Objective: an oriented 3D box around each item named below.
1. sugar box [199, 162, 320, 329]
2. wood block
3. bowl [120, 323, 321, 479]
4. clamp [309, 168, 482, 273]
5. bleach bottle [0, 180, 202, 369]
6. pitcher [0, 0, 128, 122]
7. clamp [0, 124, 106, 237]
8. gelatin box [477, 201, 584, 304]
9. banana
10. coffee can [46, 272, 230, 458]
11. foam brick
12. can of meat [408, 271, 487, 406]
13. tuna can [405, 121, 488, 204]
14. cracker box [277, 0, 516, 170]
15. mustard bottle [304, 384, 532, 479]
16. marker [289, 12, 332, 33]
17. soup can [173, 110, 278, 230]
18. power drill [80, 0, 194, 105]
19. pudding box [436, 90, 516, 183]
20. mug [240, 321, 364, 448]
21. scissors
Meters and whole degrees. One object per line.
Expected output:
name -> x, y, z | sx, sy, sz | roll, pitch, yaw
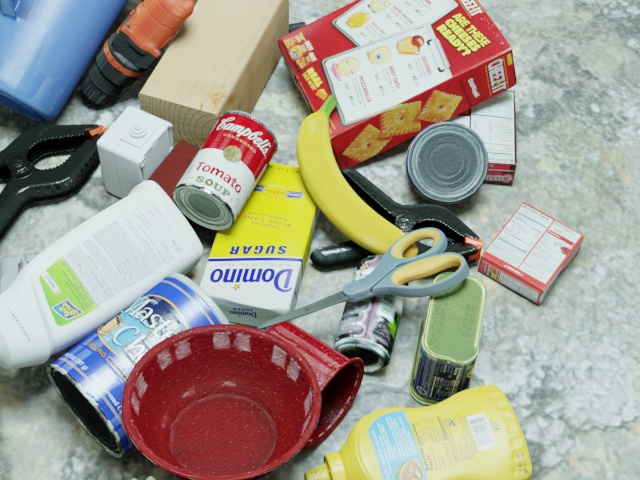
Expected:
sugar box -> -0.057, 0.001, 1.073 | 0.093, 0.048, 0.176 | 10, 53, 6
wood block -> -0.113, -0.192, 1.183 | 0.091, 0.090, 0.206 | 17, 56, 10
bowl -> -0.080, 0.145, 0.877 | 0.162, 0.055, 0.162 | 1, 43, -2
clamp -> 0.081, -0.017, 1.095 | 0.171, 0.039, 0.120 | 7, 64, 3
bleach bottle -> -0.228, 0.038, 0.980 | 0.250, 0.068, 0.102 | -33, 82, -41
pitcher -> -0.287, -0.259, 1.148 | 0.149, 0.145, 0.243 | 30, 82, -24
clamp -> -0.313, -0.060, 1.112 | 0.209, 0.036, 0.165 | -22, 58, -17
gelatin box -> 0.214, 0.012, 1.085 | 0.073, 0.030, 0.089 | 31, 59, 20
banana -> 0.024, -0.054, 1.064 | 0.069, 0.037, 0.198 | -28, 73, 5
coffee can -> -0.157, 0.110, 0.955 | 0.103, 0.103, 0.140 | 39, 62, 23
foam brick -> -0.142, -0.055, 1.105 | 0.051, 0.053, 0.078 | 24, 57, 15
can of meat -> 0.119, 0.091, 0.991 | 0.057, 0.084, 0.102 | 11, 54, 6
tuna can -> 0.131, -0.081, 1.110 | 0.086, 0.033, 0.086 | 0, 90, 3
cracker box -> 0.082, -0.194, 1.170 | 0.213, 0.072, 0.164 | -26, 56, 0
mustard bottle -> 0.080, 0.191, 0.933 | 0.191, 0.058, 0.096 | -11, 57, -10
marker -> 0.011, -0.264, 1.283 | 0.121, 0.020, 0.020 | -19, 57, -15
soup can -> -0.094, -0.069, 1.055 | 0.068, 0.068, 0.102 | 21, 59, 12
power drill -> -0.192, -0.250, 1.203 | 0.057, 0.185, 0.187 | 37, 36, -22
pudding box -> 0.169, -0.117, 1.171 | 0.090, 0.039, 0.113 | 5, 56, 3
mug -> -0.027, 0.134, 0.955 | 0.082, 0.093, 0.117 | 31, 66, 24
scissors -> 0.040, 0.034, 1.004 | 0.202, 0.016, 0.096 | -12, 37, 15
